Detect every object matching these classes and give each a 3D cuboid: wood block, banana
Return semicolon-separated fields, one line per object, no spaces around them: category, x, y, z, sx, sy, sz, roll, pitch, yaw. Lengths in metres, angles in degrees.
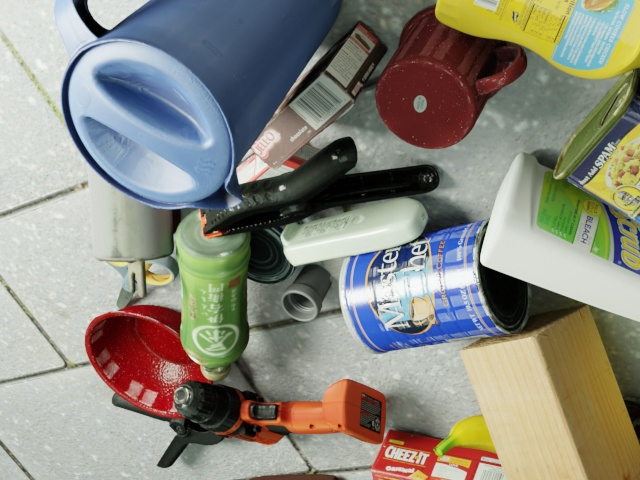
wood block;0.216;0.173;0.949;0.090;0.090;0.206;-19;91;49
banana;0.209;0.224;1.076;0.197;0.069;0.037;24;158;-4

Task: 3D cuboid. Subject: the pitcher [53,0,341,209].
pitcher;-0.081;-0.150;0.791;0.145;0.242;0.149;16;132;15

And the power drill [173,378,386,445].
power drill;-0.039;0.179;1.127;0.188;0.057;0.184;-5;161;30

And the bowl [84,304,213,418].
bowl;-0.183;0.126;1.206;0.162;0.055;0.162;15;132;16

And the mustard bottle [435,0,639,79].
mustard bottle;0.185;-0.168;0.765;0.192;0.058;0.096;24;130;8

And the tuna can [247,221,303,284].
tuna can;-0.057;0.001;1.051;0.086;0.033;0.086;15;132;17

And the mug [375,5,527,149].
mug;0.103;-0.125;0.828;0.117;0.081;0.093;-4;125;30

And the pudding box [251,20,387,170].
pudding box;-0.004;-0.119;0.884;0.039;0.090;0.114;43;133;-13

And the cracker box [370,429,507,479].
cracker box;0.153;0.315;1.178;0.164;0.072;0.214;7;130;23

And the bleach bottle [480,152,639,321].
bleach bottle;0.262;0.018;0.867;0.251;0.102;0.068;21;141;2

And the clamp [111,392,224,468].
clamp;-0.163;0.225;1.290;0.172;0.039;0.120;-7;124;32

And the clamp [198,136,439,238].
clamp;-0.021;-0.041;0.905;0.210;0.164;0.036;-14;77;22

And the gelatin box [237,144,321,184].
gelatin box;-0.034;-0.056;0.974;0.073;0.030;0.089;19;144;-32

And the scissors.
scissors;-0.214;0.034;1.129;0.096;0.016;0.202;34;152;-21

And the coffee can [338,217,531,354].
coffee can;0.102;0.042;0.954;0.141;0.102;0.102;-13;120;35
